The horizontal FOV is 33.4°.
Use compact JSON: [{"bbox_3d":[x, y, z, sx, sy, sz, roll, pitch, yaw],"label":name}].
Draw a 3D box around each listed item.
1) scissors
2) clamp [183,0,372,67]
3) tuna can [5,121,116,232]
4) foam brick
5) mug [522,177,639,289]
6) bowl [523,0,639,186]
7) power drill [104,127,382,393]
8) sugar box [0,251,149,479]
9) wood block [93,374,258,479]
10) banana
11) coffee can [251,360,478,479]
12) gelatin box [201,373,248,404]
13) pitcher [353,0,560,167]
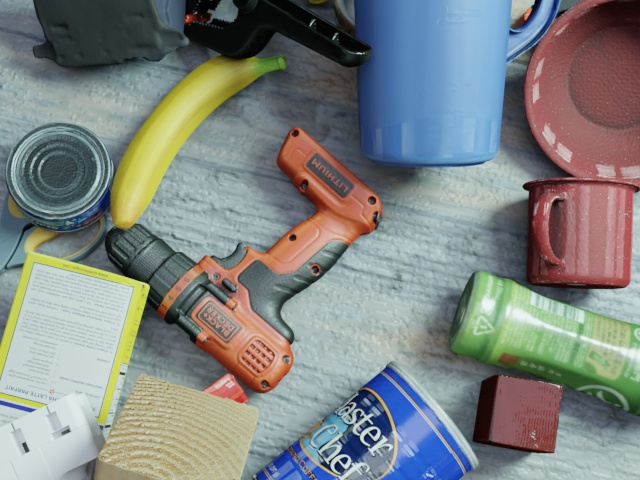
[{"bbox_3d":[-0.275,0.004,0.874,0.201,0.016,0.096,-20,79,-6],"label":"scissors"},{"bbox_3d":[-0.043,-0.188,0.832,0.036,0.210,0.164,-14,86,-40],"label":"clamp"},{"bbox_3d":[-0.209,-0.052,0.861,0.086,0.034,0.086,1,74,-3],"label":"tuna can"},{"bbox_3d":[0.153,0.136,0.833,0.051,0.078,0.053,10,80,1],"label":"foam brick"},{"bbox_3d":[0.200,-0.005,0.845,0.093,0.117,0.081,-1,84,36],"label":"mug"},{"bbox_3d":[0.247,-0.126,0.870,0.162,0.055,0.162,3,110,9],"label":"bowl"},{"bbox_3d":[-0.056,0.001,0.863,0.184,0.057,0.187,41,83,5],"label":"power drill"},{"bbox_3d":[-0.196,0.105,0.801,0.093,0.048,0.176,15,84,1],"label":"sugar box"},{"bbox_3d":[-0.114,0.209,0.747,0.090,0.090,0.206,16,121,0],"label":"wood block"},{"bbox_3d":[-0.114,-0.092,0.871,0.197,0.070,0.037,-50,126,-15],"label":"banana"},{"bbox_3d":[0.034,0.174,0.810,0.140,0.103,0.103,-38,83,-8],"label":"coffee can"},{"bbox_3d":[-0.105,0.144,0.807,0.089,0.073,0.030,-43,83,27],"label":"gelatin box"},{"bbox_3d":[0.096,-0.181,0.812,0.149,0.144,0.243,7,102,32],"label":"pitcher"}]
